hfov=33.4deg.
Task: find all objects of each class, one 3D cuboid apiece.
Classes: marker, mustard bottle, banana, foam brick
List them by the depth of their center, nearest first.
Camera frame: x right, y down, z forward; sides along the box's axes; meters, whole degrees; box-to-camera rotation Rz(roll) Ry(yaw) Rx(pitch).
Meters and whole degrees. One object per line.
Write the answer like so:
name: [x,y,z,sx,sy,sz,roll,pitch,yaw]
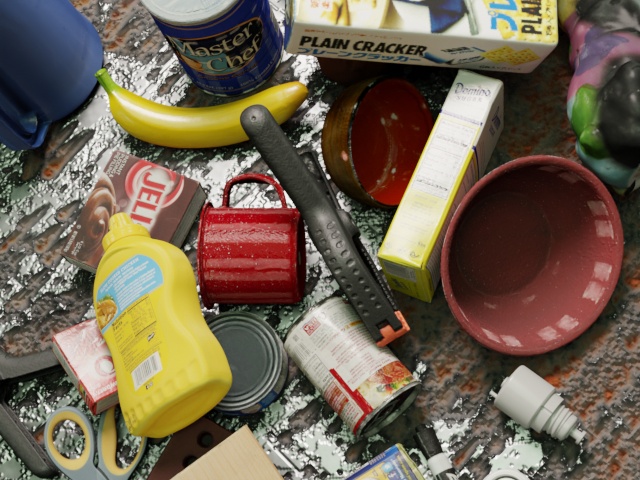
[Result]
marker: [0.106,0.201,0.849,0.020,0.020,0.121,-27,68,1]
mustard bottle: [-0.140,0.057,0.874,0.096,0.058,0.192,-40,58,26]
foam brick: [-0.100,0.186,0.875,0.053,0.051,0.078,26,78,17]
banana: [-0.109,-0.116,0.976,0.198,0.070,0.037,4,39,5]

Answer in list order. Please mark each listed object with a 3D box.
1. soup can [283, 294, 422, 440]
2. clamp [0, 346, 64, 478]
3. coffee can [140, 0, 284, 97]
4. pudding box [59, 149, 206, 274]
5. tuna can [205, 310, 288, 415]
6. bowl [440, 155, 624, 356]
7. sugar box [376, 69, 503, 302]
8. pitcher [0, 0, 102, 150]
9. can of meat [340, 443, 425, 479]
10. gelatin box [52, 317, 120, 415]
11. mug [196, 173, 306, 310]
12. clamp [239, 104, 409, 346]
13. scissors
soup can: [0.025,0.103,0.872,0.068,0.068,0.102,-40,69,-5]
clamp: [-0.285,0.140,0.934,0.171,0.039,0.120,5,67,9]
coffee can: [-0.096,-0.206,0.962,0.103,0.140,0.103,-3,71,9]
pudding box: [-0.167,-0.016,0.964,0.090,0.039,0.113,21,77,15]
tuna can: [-0.071,0.105,0.907,0.086,0.033,0.086,-3,71,9]
bowl: [0.161,0.009,0.861,0.162,0.055,0.162,-4,102,-18]
sugar box: [0.103,-0.045,0.895,0.048,0.093,0.176,18,75,15]
pitcher: [-0.298,-0.197,0.942,0.149,0.242,0.145,40,84,21]
can of meat: [0.054,0.221,0.832,0.084,0.057,0.102,-32,69,-4]
gelatin box: [-0.173,0.097,0.914,0.089,0.030,0.073,-26,64,-28]
mug: [-0.056,0.001,0.909,0.081,0.093,0.117,0,85,5]
clamp: [0.011,-0.010,0.882,0.036,0.164,0.210,-32,82,9]
scissors: [-0.194,0.224,0.888,0.096,0.016,0.201,11,73,-8]
